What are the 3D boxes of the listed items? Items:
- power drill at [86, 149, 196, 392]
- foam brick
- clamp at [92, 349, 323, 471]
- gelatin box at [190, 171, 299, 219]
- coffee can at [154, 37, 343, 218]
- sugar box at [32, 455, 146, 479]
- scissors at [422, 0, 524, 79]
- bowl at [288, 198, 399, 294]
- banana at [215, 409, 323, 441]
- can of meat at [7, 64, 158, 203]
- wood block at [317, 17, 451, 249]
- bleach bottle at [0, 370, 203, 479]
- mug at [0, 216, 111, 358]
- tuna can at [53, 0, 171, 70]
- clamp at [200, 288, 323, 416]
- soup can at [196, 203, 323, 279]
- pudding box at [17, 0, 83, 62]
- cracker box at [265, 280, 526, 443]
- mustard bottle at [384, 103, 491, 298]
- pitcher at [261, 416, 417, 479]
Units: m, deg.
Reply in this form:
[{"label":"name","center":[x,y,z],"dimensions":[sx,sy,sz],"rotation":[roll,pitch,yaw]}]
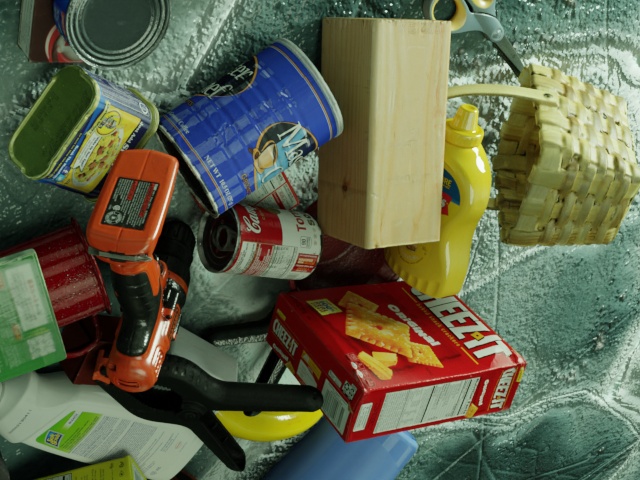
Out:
[{"label":"power drill","center":[-0.147,0.012,0.922],"dimensions":[0.057,0.184,0.188],"rotation":[6,140,4]},{"label":"foam brick","center":[-0.208,0.107,1.039],"dimensions":[0.078,0.051,0.053],"rotation":[13,111,-42]},{"label":"clamp","center":[-0.113,0.150,1.020],"dimensions":[0.209,0.036,0.165],"rotation":[30,132,-26]},{"label":"gelatin box","center":[-0.072,-0.042,1.046],"dimensions":[0.089,0.030,0.073],"rotation":[-37,134,-9]},{"label":"coffee can","center":[-0.065,-0.101,0.955],"dimensions":[0.140,0.103,0.102],"rotation":[-35,135,-11]},{"label":"sugar box","center":[-0.261,0.278,1.084],"dimensions":[0.176,0.048,0.093],"rotation":[-17,135,0]},{"label":"scissors","center":[0.163,-0.211,1.107],"dimensions":[0.096,0.016,0.201],"rotation":[-35,135,-8]},{"label":"bowl","center":[0.024,0.001,1.130],"dimensions":[0.161,0.055,0.162],"rotation":[-19,130,-25]},{"label":"banana","center":[-0.066,0.198,1.226],"dimensions":[0.197,0.037,0.069],"rotation":[4,96,-41]},{"label":"can of meat","center":[-0.196,-0.088,0.883],"dimensions":[0.102,0.057,0.083],"rotation":[-53,154,8]},{"label":"wood block","center":[0.057,-0.105,1.008],"dimensions":[0.090,0.091,0.206],"rotation":[-6,105,-32]},{"label":"bleach bottle","center":[-0.230,0.171,1.061],"dimensions":[0.250,0.068,0.103],"rotation":[28,107,-43]},{"label":"mug","center":[-0.235,0.048,0.939],"dimensions":[0.081,0.093,0.117],"rotation":[-22,95,-16]},{"label":"tuna can","center":[-0.161,-0.177,0.821],"dimensions":[0.086,0.034,0.086],"rotation":[-21,133,-24]},{"label":"clamp","center":[-0.047,0.099,1.161],"dimensions":[0.171,0.039,0.120],"rotation":[-44,128,-12]},{"label":"soup can","center":[-0.057,0.001,1.016],"dimensions":[0.102,0.069,0.068],"rotation":[7,116,-39]},{"label":"pudding box","center":[-0.186,-0.196,0.841],"dimensions":[0.089,0.039,0.114],"rotation":[-7,125,-33]},{"label":"cracker box","center":[0.077,0.113,1.092],"dimensions":[0.213,0.164,0.072],"rotation":[-5,125,-34]},{"label":"mustard bottle","center":[0.122,-0.045,1.057],"dimensions":[0.058,0.096,0.192],"rotation":[-8,126,-34]},{"label":"pitcher","center":[0.002,0.302,1.296],"dimensions":[0.243,0.149,0.145],"rotation":[-48,121,-2]}]
